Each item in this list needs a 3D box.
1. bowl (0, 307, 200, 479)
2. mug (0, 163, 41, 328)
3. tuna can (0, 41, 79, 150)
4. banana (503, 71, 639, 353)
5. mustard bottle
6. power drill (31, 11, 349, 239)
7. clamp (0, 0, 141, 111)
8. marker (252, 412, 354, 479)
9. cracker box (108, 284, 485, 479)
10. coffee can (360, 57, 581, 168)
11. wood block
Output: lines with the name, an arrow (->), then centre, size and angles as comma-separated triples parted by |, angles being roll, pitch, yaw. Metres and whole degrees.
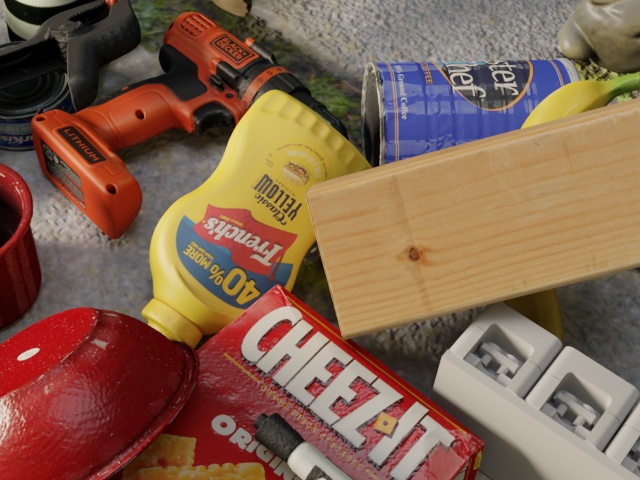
bowl -> -0.149, 0.085, 0.589 | 0.162, 0.055, 0.162 | -25, 20, 9
mug -> -0.225, 0.017, 0.677 | 0.093, 0.081, 0.117 | 2, 52, -2
tuna can -> -0.225, -0.110, 0.804 | 0.086, 0.034, 0.086 | 2, 53, -2
banana -> 0.147, -0.020, 0.690 | 0.070, 0.198, 0.037 | 18, 9, 22
mustard bottle -> -0.054, 0.001, 0.696 | 0.096, 0.058, 0.191 | 40, 75, -11
power drill -> -0.097, -0.079, 0.776 | 0.187, 0.057, 0.185 | -34, 58, -29
clamp -> -0.191, -0.136, 0.767 | 0.120, 0.039, 0.171 | 5, 31, 11
marker -> 0.012, 0.131, 0.554 | 0.121, 0.020, 0.020 | 38, 59, 20
cracker box -> -0.037, 0.146, 0.596 | 0.164, 0.072, 0.213 | 36, 58, 21
coffee can -> 0.104, -0.076, 0.756 | 0.140, 0.103, 0.103 | -2, 53, -5
wood block -> 0.105, -0.016, 0.633 | 0.206, 0.090, 0.091 | -14, 95, 7
